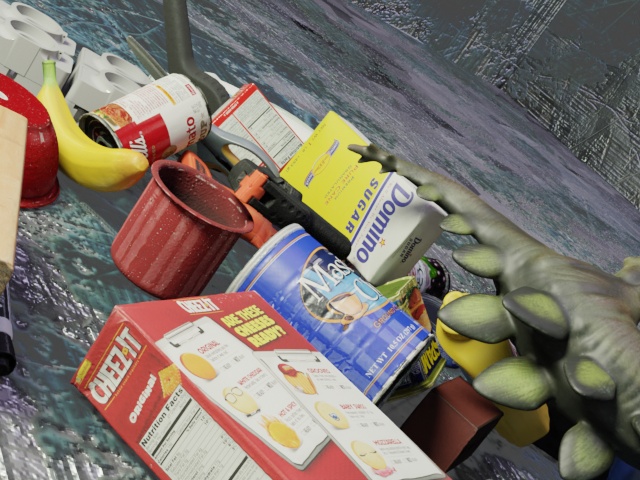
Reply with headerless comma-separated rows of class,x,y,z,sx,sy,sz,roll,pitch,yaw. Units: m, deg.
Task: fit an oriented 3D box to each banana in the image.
banana,-0.202,-0.082,0.898,0.037,0.070,0.198,-15,40,-34

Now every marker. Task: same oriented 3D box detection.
marker,-0.201,0.044,0.662,0.020,0.020,0.121,24,21,-31

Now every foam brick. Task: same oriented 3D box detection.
foam brick,0.109,0.153,0.891,0.051,0.053,0.078,41,19,19

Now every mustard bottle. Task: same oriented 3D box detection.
mustard bottle,0.148,0.104,0.954,0.191,0.058,0.096,55,7,-46

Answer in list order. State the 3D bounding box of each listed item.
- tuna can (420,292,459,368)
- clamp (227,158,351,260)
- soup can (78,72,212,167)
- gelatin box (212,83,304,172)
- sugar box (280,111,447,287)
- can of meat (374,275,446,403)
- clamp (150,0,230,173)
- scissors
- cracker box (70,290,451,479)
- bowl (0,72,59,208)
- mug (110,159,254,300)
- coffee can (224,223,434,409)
tuna can,0.121,0.093,1.099,0.086,0.034,0.086,31,18,-12
clamp,-0.041,-0.038,0.913,0.120,0.039,0.171,36,-1,24
soup can,-0.157,-0.103,0.965,0.102,0.069,0.068,-33,64,-33
gelatin box,-0.070,-0.103,1.084,0.089,0.073,0.030,49,-15,-19
sugar box,0.038,-0.040,1.025,0.048,0.093,0.176,27,15,-46
can of meat,0.064,0.083,0.919,0.102,0.057,0.084,-30,102,-71
clamp,-0.146,-0.164,1.114,0.210,0.165,0.036,48,30,8
scissors,-0.128,-0.106,1.043,0.201,0.096,0.016,39,43,-10
cracker box,-0.029,0.128,0.675,0.214,0.072,0.164,41,18,21
bowl,-0.267,-0.095,0.841,0.162,0.055,0.162,32,18,-12
mug,-0.109,-0.006,0.855,0.093,0.082,0.117,38,18,10
coffee can,0.003,0.069,0.829,0.140,0.103,0.102,39,18,11
